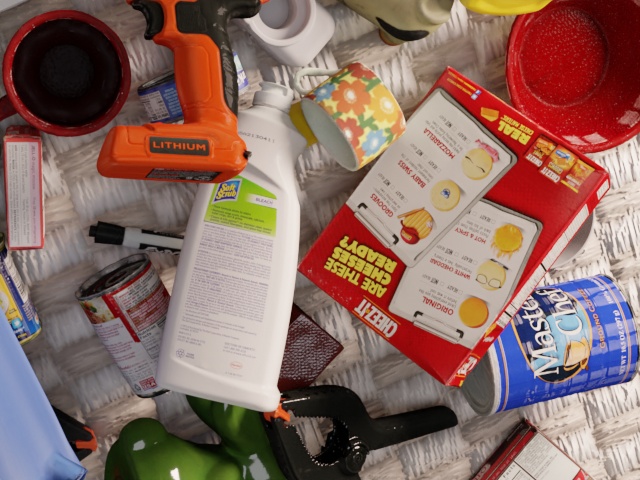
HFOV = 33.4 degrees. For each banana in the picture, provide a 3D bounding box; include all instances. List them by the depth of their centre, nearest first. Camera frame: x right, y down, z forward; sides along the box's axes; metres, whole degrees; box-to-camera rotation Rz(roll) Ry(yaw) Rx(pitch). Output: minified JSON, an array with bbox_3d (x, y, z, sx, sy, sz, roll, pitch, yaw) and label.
[{"bbox_3d":[-0.018,-0.080,0.900,0.197,0.037,0.069,-23,104,-8],"label":"banana"}]

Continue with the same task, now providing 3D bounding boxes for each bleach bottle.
[{"bbox_3d":[-0.056,0.001,0.842,0.102,0.068,0.251,13,85,-1],"label":"bleach bottle"}]

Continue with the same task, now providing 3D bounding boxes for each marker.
[{"bbox_3d":[-0.134,0.002,0.898,0.121,0.020,0.020,10,99,-16],"label":"marker"}]

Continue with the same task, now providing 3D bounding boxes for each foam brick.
[{"bbox_3d":[-0.029,0.100,0.929,0.053,0.051,0.078,43,89,-18],"label":"foam brick"}]

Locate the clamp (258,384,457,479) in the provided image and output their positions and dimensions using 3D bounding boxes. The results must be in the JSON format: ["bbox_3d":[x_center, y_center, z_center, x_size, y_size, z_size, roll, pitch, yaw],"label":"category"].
[{"bbox_3d":[0.030,0.178,0.934,0.209,0.036,0.164,45,72,-33],"label":"clamp"}]

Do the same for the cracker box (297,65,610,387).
[{"bbox_3d":[0.111,-0.010,0.889,0.164,0.072,0.214,38,93,21],"label":"cracker box"}]

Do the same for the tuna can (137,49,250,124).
[{"bbox_3d":[-0.101,-0.121,0.845,0.086,0.086,0.034,-24,105,-8],"label":"tuna can"}]

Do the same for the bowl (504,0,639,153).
[{"bbox_3d":[0.226,-0.159,0.934,0.162,0.055,0.162,-3,103,-13],"label":"bowl"}]

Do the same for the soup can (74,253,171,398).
[{"bbox_3d":[-0.148,0.071,0.884,0.068,0.068,0.102,-29,108,-7],"label":"soup can"}]

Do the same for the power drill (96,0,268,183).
[{"bbox_3d":[-0.119,-0.138,0.763,0.184,0.057,0.187,3,82,-17],"label":"power drill"}]

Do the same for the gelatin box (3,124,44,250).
[{"bbox_3d":[-0.232,-0.043,0.835,0.030,0.073,0.089,-2,103,-14],"label":"gelatin box"}]

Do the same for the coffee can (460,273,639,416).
[{"bbox_3d":[0.198,0.093,0.957,0.140,0.103,0.103,-11,104,-12],"label":"coffee can"}]

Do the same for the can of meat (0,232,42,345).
[{"bbox_3d":[-0.284,0.053,0.852,0.102,0.057,0.084,-23,109,-8],"label":"can of meat"}]

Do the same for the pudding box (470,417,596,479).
[{"bbox_3d":[0.209,0.240,1.026,0.113,0.039,0.090,41,90,-17],"label":"pudding box"}]

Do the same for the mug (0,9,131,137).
[{"bbox_3d":[-0.205,-0.123,0.820,0.117,0.081,0.093,-34,108,-5],"label":"mug"}]

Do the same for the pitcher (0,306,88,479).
[{"bbox_3d":[-0.285,0.101,0.776,0.149,0.145,0.243,-25,108,-20],"label":"pitcher"}]
